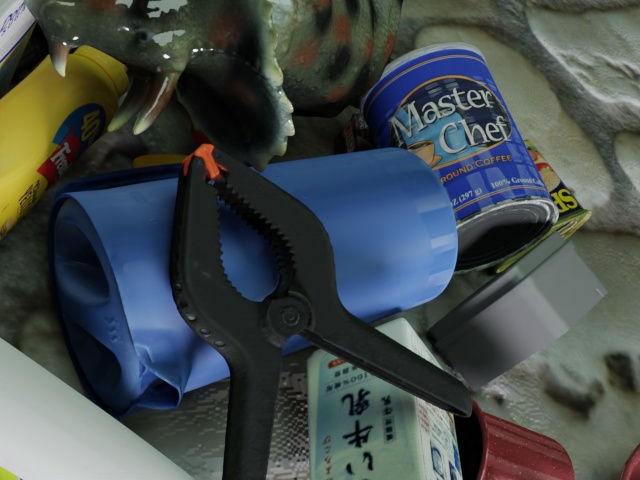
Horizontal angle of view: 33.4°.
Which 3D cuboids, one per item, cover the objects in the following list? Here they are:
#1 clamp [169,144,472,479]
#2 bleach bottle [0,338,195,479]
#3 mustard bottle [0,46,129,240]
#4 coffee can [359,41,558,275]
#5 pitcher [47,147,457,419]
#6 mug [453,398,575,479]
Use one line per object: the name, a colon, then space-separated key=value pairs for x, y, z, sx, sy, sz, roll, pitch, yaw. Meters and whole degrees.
clamp: x=-0.012 y=0.043 z=0.579 sx=0.164 sy=0.036 sz=0.210 roll=-20 pitch=89 yaw=-26
bleach bottle: x=-0.106 y=0.143 z=0.575 sx=0.250 sy=0.103 sz=0.068 roll=34 pitch=51 yaw=-7
mustard bottle: x=-0.179 y=-0.060 z=0.654 sx=0.058 sy=0.096 sz=0.191 roll=35 pitch=60 yaw=1
coffee can: x=0.099 y=-0.060 z=0.786 sx=0.102 sy=0.103 sz=0.140 roll=-3 pitch=60 yaw=-33
pitcher: x=-0.043 y=0.007 z=0.672 sx=0.242 sy=0.145 sz=0.149 roll=-14 pitch=89 yaw=-29
mug: x=0.117 y=0.161 z=0.695 sx=0.081 sy=0.117 sz=0.093 roll=23 pitch=91 yaw=-22
